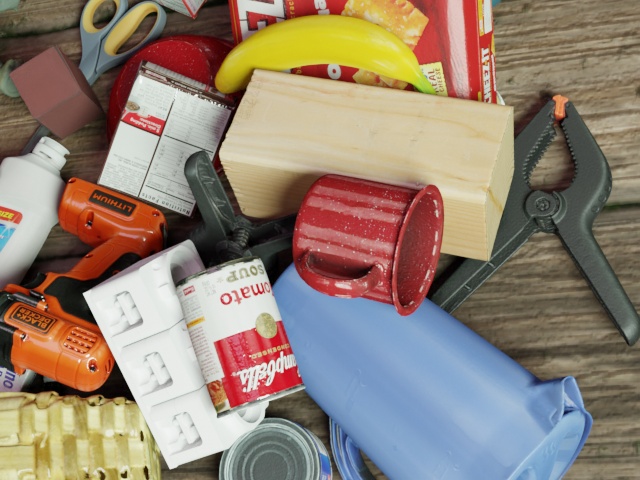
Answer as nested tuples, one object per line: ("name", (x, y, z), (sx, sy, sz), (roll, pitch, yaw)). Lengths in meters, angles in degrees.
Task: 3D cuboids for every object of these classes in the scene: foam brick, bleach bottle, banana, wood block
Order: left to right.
("bleach bottle", (-0.316, 0.012, 0.976), (0.103, 0.068, 0.250), (26, 77, 19))
("foam brick", (-0.242, -0.135, 0.987), (0.051, 0.078, 0.053), (-30, 79, 0))
("banana", (-0.006, -0.144, 0.843), (0.198, 0.037, 0.069), (8, 116, 28))
("wood block", (0.039, -0.060, 0.831), (0.206, 0.091, 0.090), (11, 62, 17))

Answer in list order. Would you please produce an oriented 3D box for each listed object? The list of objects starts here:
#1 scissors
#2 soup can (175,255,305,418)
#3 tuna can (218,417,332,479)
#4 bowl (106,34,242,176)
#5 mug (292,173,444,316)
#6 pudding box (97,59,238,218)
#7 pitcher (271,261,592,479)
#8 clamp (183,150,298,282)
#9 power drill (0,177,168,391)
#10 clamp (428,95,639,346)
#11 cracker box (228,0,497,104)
("scissors", (-0.240, -0.172, 1.047), (0.202, 0.016, 0.096), (-40, 65, -1))
("soup can", (-0.059, 0.070, 0.774), (0.068, 0.068, 0.102), (-20, 83, 9))
("tuna can", (-0.036, 0.184, 0.842), (0.086, 0.033, 0.086), (-6, 69, 15))
("bowl", (-0.134, -0.130, 0.978), (0.162, 0.055, 0.162), (-6, 69, 14))
("mug", (0.028, 0.005, 0.740), (0.082, 0.093, 0.117), (13, 35, 23))
("pudding box", (-0.132, -0.086, 0.919), (0.090, 0.039, 0.114), (21, 113, -10))
("pitcher", (0.063, 0.117, 0.795), (0.149, 0.145, 0.243), (-42, 60, -16))
("clamp", (-0.056, 0.001, 0.856), (0.120, 0.172, 0.039), (23, 57, 5))
("power drill", (-0.226, 0.028, 0.887), (0.184, 0.057, 0.187), (22, 45, 7))
("clamp", (0.170, -0.017, 0.854), (0.165, 0.036, 0.210), (-1, 67, 18))
("cracker box", (0.031, -0.180, 0.875), (0.214, 0.072, 0.164), (4, 111, 28))
